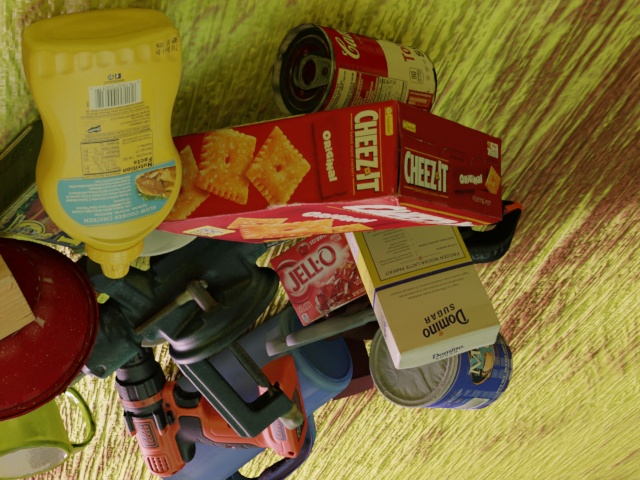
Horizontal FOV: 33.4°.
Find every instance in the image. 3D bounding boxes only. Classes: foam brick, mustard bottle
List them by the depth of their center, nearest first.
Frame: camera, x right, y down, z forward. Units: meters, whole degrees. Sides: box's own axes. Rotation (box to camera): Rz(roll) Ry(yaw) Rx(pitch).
[{"bbox_3d":[-0.140,-0.055,0.708,0.096,0.058,0.192,-13,129,-23],"label":"mustard bottle"},{"bbox_3d":[0.028,0.137,1.242,0.051,0.078,0.053,-14,153,-6],"label":"foam brick"}]

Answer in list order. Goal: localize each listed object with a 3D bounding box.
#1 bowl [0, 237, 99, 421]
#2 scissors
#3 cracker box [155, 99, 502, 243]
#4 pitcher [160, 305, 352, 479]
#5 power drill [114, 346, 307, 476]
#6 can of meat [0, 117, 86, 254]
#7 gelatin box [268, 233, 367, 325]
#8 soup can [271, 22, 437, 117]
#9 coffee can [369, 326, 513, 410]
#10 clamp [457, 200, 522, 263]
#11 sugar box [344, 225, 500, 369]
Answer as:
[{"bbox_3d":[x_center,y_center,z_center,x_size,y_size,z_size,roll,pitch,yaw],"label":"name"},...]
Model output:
[{"bbox_3d":[-0.253,0.055,0.812,0.162,0.162,0.055,-14,149,-9],"label":"bowl"},{"bbox_3d":[0.043,0.074,1.047,0.201,0.016,0.096,-19,174,-5],"label":"scissors"},{"bbox_3d":[0.003,-0.042,0.776,0.214,0.072,0.163,-4,174,33],"label":"cracker box"},{"bbox_3d":[-0.075,0.183,1.199,0.243,0.145,0.149,-37,145,28],"label":"pitcher"},{"bbox_3d":[-0.116,0.161,1.095,0.188,0.057,0.184,-4,120,16],"label":"power drill"},{"bbox_3d":[-0.190,-0.040,0.786,0.102,0.057,0.083,-36,146,31],"label":"can of meat"},{"bbox_3d":[0.004,0.030,1.013,0.089,0.073,0.030,-30,176,30],"label":"gelatin box"},{"bbox_3d":[0.026,-0.114,0.768,0.102,0.068,0.069,4,146,-38],"label":"soup can"},{"bbox_3d":[0.132,0.130,1.150,0.103,0.103,0.140,-33,155,26],"label":"coffee can"},{"bbox_3d":[0.117,-0.008,1.024,0.171,0.120,0.039,-25,151,-35],"label":"clamp"},{"bbox_3d":[0.081,0.020,0.938,0.093,0.176,0.048,-15,153,-8],"label":"sugar box"}]
